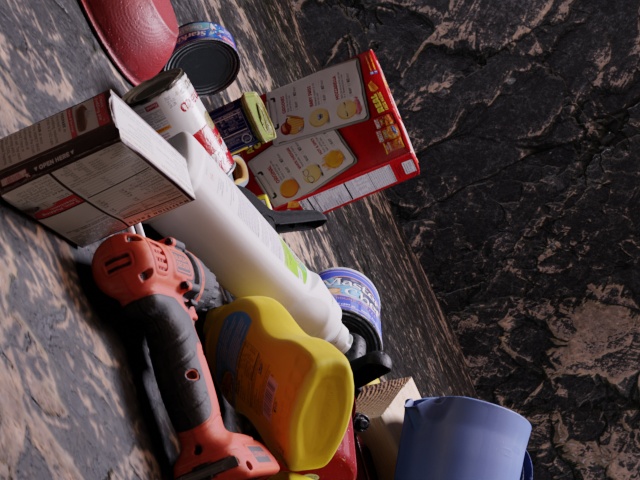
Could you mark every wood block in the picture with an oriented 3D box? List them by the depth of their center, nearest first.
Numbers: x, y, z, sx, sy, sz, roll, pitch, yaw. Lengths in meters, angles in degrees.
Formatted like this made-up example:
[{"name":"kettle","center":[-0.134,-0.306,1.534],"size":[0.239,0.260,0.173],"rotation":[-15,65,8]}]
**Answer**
[{"name":"wood block","center":[0.091,0.269,1.201],"size":[0.090,0.091,0.206],"rotation":[-41,110,-53]}]

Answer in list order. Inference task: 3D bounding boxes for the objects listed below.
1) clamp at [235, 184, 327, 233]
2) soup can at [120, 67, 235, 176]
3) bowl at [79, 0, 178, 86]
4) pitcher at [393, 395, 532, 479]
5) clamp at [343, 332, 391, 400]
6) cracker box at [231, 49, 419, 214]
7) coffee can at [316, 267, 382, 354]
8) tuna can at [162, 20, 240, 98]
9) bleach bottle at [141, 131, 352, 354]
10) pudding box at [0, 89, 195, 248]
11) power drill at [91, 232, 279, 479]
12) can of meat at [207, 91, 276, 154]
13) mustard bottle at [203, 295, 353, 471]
[{"name":"clamp","center":[-0.057,0.001,1.052],"size":[0.171,0.039,0.120],"rotation":[17,44,-33]},{"name":"soup can","center":[-0.131,-0.097,0.976],"size":[0.068,0.068,0.102],"rotation":[-95,159,-64]},{"name":"bowl","center":[-0.184,-0.231,1.046],"size":[0.162,0.055,0.162],"rotation":[-24,90,-82]},{"name":"pitcher","center":[0.135,0.289,1.077],"size":[0.145,0.149,0.242],"rotation":[82,20,-67]},{"name":"clamp","center":[0.018,0.161,1.085],"size":[0.036,0.164,0.210],"rotation":[21,9,-10]},{"name":"cracker box","center":[-0.003,-0.119,1.320],"size":[0.072,0.214,0.164],"rotation":[54,16,-61]},{"name":"coffee can","center":[0.021,0.102,1.255],"size":[0.140,0.103,0.103],"rotation":[-84,150,-72]},{"name":"tuna can","center":[-0.133,-0.198,1.171],"size":[0.086,0.086,0.034],"rotation":[55,13,-53]},{"name":"bleach bottle","center":[-0.056,0.021,0.934],"size":[0.250,0.068,0.102],"rotation":[47,17,-26]},{"name":"pudding box","center":[-0.143,-0.042,0.677],"size":[0.113,0.090,0.039],"rotation":[45,24,-67]},{"name":"power drill","center":[-0.092,0.090,0.770],"size":[0.188,0.057,0.184],"rotation":[67,9,13]},{"name":"can of meat","center":[-0.101,-0.118,1.155],"size":[0.102,0.084,0.057],"rotation":[-57,123,-79]},{"name":"mustard bottle","center":[-0.046,0.099,0.861],"size":[0.192,0.058,0.096],"rotation":[34,-61,53]}]
